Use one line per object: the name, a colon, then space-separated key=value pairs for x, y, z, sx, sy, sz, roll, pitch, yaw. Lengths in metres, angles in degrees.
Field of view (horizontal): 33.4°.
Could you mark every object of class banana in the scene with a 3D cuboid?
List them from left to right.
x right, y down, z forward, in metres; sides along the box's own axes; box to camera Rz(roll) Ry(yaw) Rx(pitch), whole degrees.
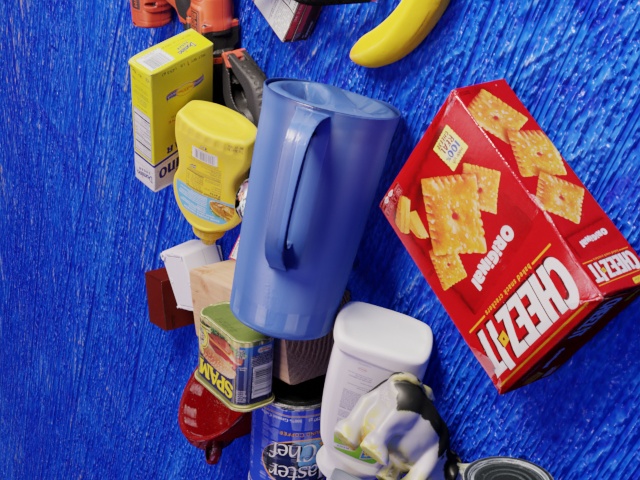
banana: x=0.081 y=-0.212 z=0.963 sx=0.198 sy=0.037 sz=0.069 roll=-58 pitch=40 yaw=47

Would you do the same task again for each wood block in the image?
wood block: x=-0.060 y=0.087 z=1.236 sx=0.206 sy=0.090 sz=0.090 roll=17 pitch=116 yaw=52

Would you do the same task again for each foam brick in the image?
foam brick: x=-0.209 y=0.079 z=1.489 sx=0.051 sy=0.052 sz=0.078 roll=22 pitch=120 yaw=51

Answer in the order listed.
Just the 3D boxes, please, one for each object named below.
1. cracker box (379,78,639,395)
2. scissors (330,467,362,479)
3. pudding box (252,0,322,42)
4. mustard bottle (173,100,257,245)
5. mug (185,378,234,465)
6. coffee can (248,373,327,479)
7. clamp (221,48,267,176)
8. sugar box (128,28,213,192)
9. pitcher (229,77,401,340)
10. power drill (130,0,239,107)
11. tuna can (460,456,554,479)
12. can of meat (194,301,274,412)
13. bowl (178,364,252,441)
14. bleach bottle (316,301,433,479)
cracker box: x=0.153 y=-0.002 z=0.902 sx=0.214 sy=0.071 sz=0.164 roll=59 pitch=144 yaw=22
scissors: x=0.037 y=0.242 z=1.061 sx=0.096 sy=0.016 sz=0.201 roll=20 pitch=166 yaw=24
pudding box: x=-0.038 y=-0.276 z=1.111 sx=0.113 sy=0.039 sz=0.090 roll=55 pitch=140 yaw=24
mustard bottle: x=-0.125 y=-0.066 z=1.244 sx=0.096 sy=0.058 sz=0.192 roll=24 pitch=136 yaw=14
mug: x=-0.138 y=0.238 z=1.405 sx=0.082 sy=0.093 sz=0.117 roll=121 pitch=151 yaw=-54
coffee can: x=-0.030 y=0.222 z=1.233 sx=0.103 sy=0.102 sz=0.140 roll=34 pitch=129 yaw=46
clamp: x=-0.067 y=-0.134 z=1.211 sx=0.120 sy=0.039 sz=0.171 roll=-1 pitch=108 yaw=50
sugar box: x=-0.170 y=-0.147 z=1.233 sx=0.048 sy=0.093 sz=0.176 roll=37 pitch=143 yaw=29
pitcher: x=-0.017 y=-0.028 z=1.032 sx=0.145 sy=0.149 sz=0.243 roll=37 pitch=119 yaw=51
power drill: x=-0.163 y=-0.264 z=1.287 sx=0.188 sy=0.057 sz=0.184 roll=38 pitch=135 yaw=41
tuna can: x=0.168 y=0.229 z=0.957 sx=0.086 sy=0.085 sz=0.034 roll=25 pitch=121 yaw=50
can of meat: x=-0.092 y=0.124 z=1.164 sx=0.102 sy=0.057 sz=0.084 roll=32 pitch=125 yaw=46
bowl: x=-0.101 y=0.189 z=1.325 sx=0.055 sy=0.162 sz=0.162 roll=41 pitch=161 yaw=-29
bleach bottle: x=0.039 y=0.181 z=1.123 sx=0.068 sy=0.102 sz=0.251 roll=-72 pitch=-1 yaw=-50
